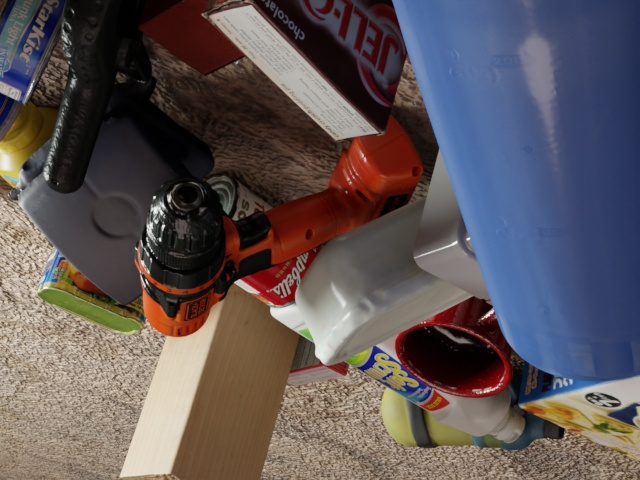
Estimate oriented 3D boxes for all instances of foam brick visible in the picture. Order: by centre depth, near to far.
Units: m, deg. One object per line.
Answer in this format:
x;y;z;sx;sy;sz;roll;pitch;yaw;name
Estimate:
-0.052;-0.133;0.582;0.051;0.053;0.078;33;150;-33;foam brick

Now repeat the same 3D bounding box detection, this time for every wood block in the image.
-0.091;0.127;0.956;0.090;0.206;0.090;31;151;-29;wood block

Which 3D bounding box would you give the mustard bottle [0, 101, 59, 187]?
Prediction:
-0.195;-0.050;0.826;0.096;0.058;0.191;6;154;29;mustard bottle

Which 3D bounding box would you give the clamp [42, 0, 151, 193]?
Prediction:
-0.121;-0.120;0.623;0.039;0.120;0.172;20;134;-4;clamp

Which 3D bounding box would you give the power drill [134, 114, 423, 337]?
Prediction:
-0.029;-0.016;0.677;0.187;0.057;0.185;-25;164;-19;power drill

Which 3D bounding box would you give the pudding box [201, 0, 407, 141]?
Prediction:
0.000;-0.118;0.540;0.039;0.090;0.113;-8;145;41;pudding box

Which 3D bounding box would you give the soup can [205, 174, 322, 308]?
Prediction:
-0.056;0.001;0.840;0.069;0.068;0.102;-10;144;42;soup can

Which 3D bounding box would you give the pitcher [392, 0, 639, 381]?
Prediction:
0.123;-0.049;0.480;0.145;0.149;0.243;-21;128;0;pitcher

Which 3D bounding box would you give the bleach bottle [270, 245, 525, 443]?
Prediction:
0.082;0.100;0.919;0.250;0.068;0.103;35;152;-18;bleach bottle

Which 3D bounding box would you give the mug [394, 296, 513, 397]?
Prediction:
0.119;0.058;0.829;0.093;0.081;0.117;30;143;-6;mug

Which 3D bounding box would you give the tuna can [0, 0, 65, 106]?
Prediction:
-0.170;-0.125;0.627;0.033;0.086;0.086;25;153;-16;tuna can

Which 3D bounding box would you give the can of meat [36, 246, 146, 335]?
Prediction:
-0.193;0.027;0.952;0.102;0.084;0.058;27;153;-22;can of meat

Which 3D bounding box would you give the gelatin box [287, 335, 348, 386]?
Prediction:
-0.002;0.094;0.992;0.030;0.073;0.089;28;152;-25;gelatin box
